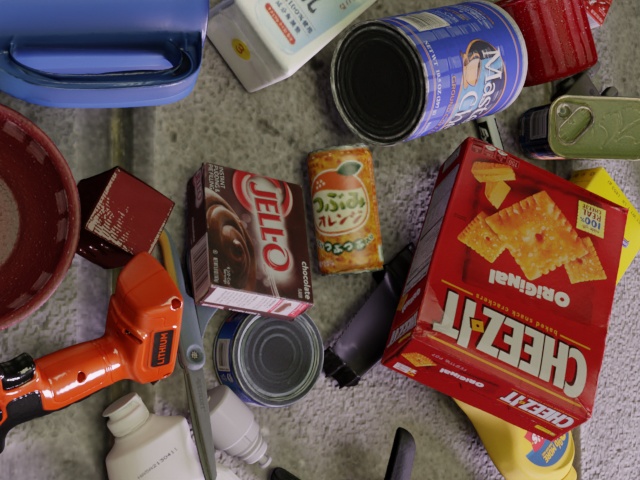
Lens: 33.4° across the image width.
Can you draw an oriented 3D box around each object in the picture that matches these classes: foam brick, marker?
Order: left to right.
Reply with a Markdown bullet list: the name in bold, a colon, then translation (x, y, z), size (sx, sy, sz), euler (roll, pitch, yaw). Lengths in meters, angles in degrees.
- **foam brick**: translation (-0.151, -0.015, 0.772), size (0.053, 0.078, 0.051), euler (33, 69, -25)
- **marker**: translation (0.160, -0.094, 0.997), size (0.020, 0.020, 0.121), euler (-19, 96, -31)

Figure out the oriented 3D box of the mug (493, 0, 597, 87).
- **mug**: translation (0.215, -0.197, 1.005), size (0.117, 0.093, 0.081), euler (-34, 109, -51)

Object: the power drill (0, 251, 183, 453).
- **power drill**: translation (-0.183, 0.076, 0.697), size (0.187, 0.185, 0.057), euler (-24, 62, -29)

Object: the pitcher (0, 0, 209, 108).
- **pitcher**: translation (-0.202, -0.162, 0.721), size (0.242, 0.149, 0.145), euler (-10, 105, -28)

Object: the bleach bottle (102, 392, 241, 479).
- **bleach bottle**: translation (-0.077, 0.219, 0.806), size (0.102, 0.068, 0.251), euler (-37, 102, -29)

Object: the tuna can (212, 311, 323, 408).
- **tuna can**: translation (-0.041, 0.091, 0.854), size (0.086, 0.034, 0.086), euler (3, 84, -31)

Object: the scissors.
- **scissors**: translation (-0.085, 0.076, 0.813), size (0.096, 0.016, 0.202), euler (-17, 80, -39)

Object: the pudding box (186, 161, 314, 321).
- **pudding box**: translation (-0.056, 0.001, 0.829), size (0.089, 0.039, 0.113), euler (12, 58, -29)

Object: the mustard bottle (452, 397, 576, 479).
- **mustard bottle**: translation (0.179, 0.161, 0.963), size (0.191, 0.058, 0.096), euler (59, 42, -14)

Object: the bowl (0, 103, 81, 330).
- **bowl**: translation (-0.246, -0.015, 0.719), size (0.162, 0.055, 0.162), euler (1, 86, -20)

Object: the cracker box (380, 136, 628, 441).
- **cracker box**: translation (0.161, 0.036, 0.901), size (0.164, 0.072, 0.213), euler (25, 57, -7)

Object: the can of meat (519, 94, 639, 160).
- **can of meat**: translation (0.245, -0.102, 0.993), size (0.102, 0.084, 0.057), euler (0, 92, -10)

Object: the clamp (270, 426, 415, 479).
- **clamp**: translation (0.031, 0.238, 0.870), size (0.120, 0.039, 0.171), euler (-10, 105, 11)

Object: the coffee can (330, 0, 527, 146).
- **coffee can**: translation (0.092, -0.143, 0.897), size (0.140, 0.103, 0.103), euler (-21, 97, -43)
